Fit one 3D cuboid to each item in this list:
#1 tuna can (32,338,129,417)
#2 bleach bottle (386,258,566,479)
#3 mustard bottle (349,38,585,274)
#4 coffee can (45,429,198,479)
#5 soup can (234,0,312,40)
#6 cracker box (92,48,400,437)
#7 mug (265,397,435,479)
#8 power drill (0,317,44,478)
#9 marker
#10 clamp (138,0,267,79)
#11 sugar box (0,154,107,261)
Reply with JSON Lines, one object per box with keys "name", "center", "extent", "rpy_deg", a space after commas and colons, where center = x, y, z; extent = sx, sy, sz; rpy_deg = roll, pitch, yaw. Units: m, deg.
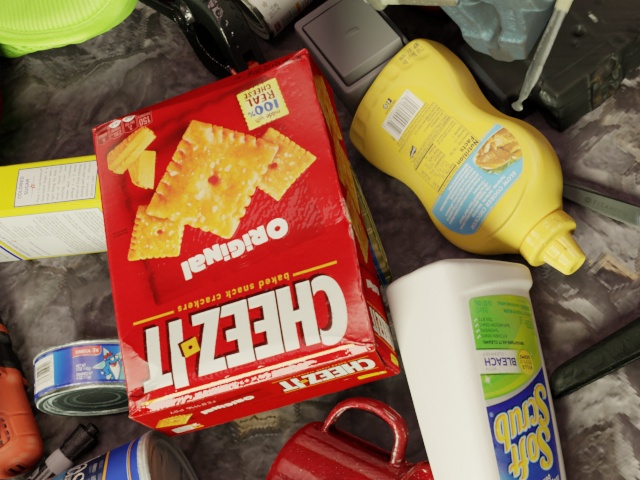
{"name": "tuna can", "center": [-0.157, 0.097, 0.746], "extent": [0.086, 0.086, 0.034], "rpy_deg": [-12, 67, 11]}
{"name": "bleach bottle", "center": [0.113, 0.139, 0.655], "extent": [0.068, 0.102, 0.251], "rpy_deg": [-29, 65, 41]}
{"name": "mustard bottle", "center": [0.109, -0.047, 0.736], "extent": [0.192, 0.058, 0.096], "rpy_deg": [48, 116, 26]}
{"name": "coffee can", "center": [-0.150, 0.198, 0.693], "extent": [0.140, 0.102, 0.103], "rpy_deg": [-25, 64, 5]}
{"name": "soup can", "center": [-0.027, -0.218, 0.848], "extent": [0.102, 0.068, 0.069], "rpy_deg": [-45, 64, -4]}
{"name": "cracker box", "center": [-0.055, 0.001, 0.697], "extent": [0.164, 0.072, 0.214], "rpy_deg": [-17, 66, 12]}
{"name": "mug", "center": [0.018, 0.153, 0.665], "extent": [0.082, 0.093, 0.117], "rpy_deg": [21, 106, 27]}
{"name": "power drill", "center": [-0.312, 0.122, 0.796], "extent": [0.187, 0.057, 0.184], "rpy_deg": [-30, 64, 3]}
{"name": "marker", "center": [-0.204, 0.177, 0.764], "extent": [0.121, 0.020, 0.020], "rpy_deg": [-46, 64, -5]}
{"name": "clamp", "center": [-0.100, -0.192, 0.836], "extent": [0.039, 0.120, 0.172], "rpy_deg": [-38, 67, -17]}
{"name": "sugar box", "center": [-0.224, -0.021, 0.809], "extent": [0.176, 0.093, 0.048], "rpy_deg": [-3, 67, 15]}
